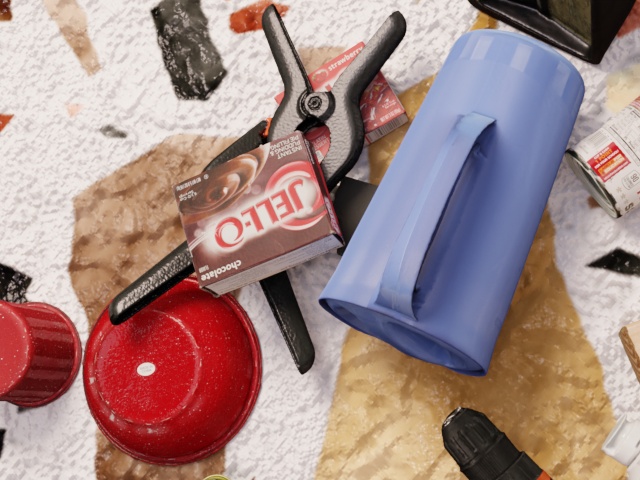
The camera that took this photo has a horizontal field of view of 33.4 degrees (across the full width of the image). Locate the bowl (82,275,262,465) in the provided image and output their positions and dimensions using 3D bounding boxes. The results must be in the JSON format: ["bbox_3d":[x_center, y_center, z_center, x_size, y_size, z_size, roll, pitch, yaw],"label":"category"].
[{"bbox_3d":[-0.132,0.104,0.875,0.162,0.055,0.162,-2,81,13],"label":"bowl"}]

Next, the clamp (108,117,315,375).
[{"bbox_3d":[-0.056,0.001,0.861,0.164,0.036,0.210,21,69,2],"label":"clamp"}]

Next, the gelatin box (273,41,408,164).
[{"bbox_3d":[0.017,-0.110,0.886,0.089,0.030,0.073,-31,76,7],"label":"gelatin box"}]

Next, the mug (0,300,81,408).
[{"bbox_3d":[-0.272,0.095,0.896,0.117,0.081,0.093,-5,80,12],"label":"mug"}]

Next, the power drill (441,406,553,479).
[{"bbox_3d":[0.116,0.226,0.739,0.184,0.187,0.057,48,138,8],"label":"power drill"}]

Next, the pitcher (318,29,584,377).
[{"bbox_3d":[0.104,-0.033,0.786,0.144,0.149,0.243,30,78,-27],"label":"pitcher"}]

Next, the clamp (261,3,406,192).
[{"bbox_3d":[-0.008,-0.113,0.857,0.120,0.039,0.171,15,84,23],"label":"clamp"}]

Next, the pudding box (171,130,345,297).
[{"bbox_3d":[-0.047,-0.019,0.809,0.113,0.039,0.090,-24,65,12],"label":"pudding box"}]
